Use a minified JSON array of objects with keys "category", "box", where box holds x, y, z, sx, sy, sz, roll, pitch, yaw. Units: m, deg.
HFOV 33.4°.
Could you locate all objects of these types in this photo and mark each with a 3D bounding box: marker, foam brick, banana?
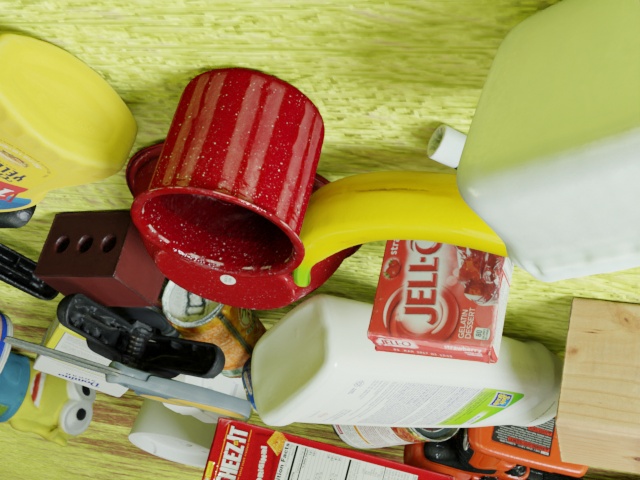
[{"category":"marker","box":[0.113,-0.030,0.571,0.121,0.020,0.020,23,154,-17]},{"category":"foam brick","box":[-0.154,0.014,0.767,0.078,0.053,0.051,-2,150,30]},{"category":"banana","box":[0.056,-0.009,0.576,0.198,0.037,0.069,-2,140,35]}]

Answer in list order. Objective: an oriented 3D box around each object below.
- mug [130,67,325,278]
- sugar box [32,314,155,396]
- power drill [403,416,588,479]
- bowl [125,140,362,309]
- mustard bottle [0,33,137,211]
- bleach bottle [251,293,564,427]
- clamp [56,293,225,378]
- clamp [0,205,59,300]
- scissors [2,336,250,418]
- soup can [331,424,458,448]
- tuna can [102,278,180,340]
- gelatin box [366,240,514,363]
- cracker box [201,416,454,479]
[{"category":"mug","box":[-0.052,-0.034,0.576,0.093,0.081,0.117,30,150,-29]},{"category":"sugar box","box":[-0.202,0.095,0.972,0.093,0.048,0.176,22,158,-15]},{"category":"power drill","box":[0.178,0.198,0.959,0.184,0.057,0.188,14,155,-1]},{"category":"bowl","box":[-0.054,0.001,0.684,0.162,0.055,0.162,12,155,5]},{"category":"mustard bottle","box":[-0.198,-0.058,0.638,0.096,0.058,0.192,34,149,-33]},{"category":"bleach bottle","box":[0.083,0.099,0.757,0.250,0.068,0.103,13,142,-32]},{"category":"clamp","box":[-0.145,0.075,0.796,0.120,0.039,0.172,30,161,-14]},{"category":"clamp","box":[-0.296,-0.012,0.809,0.210,0.036,0.164,14,155,7]},{"category":"scissors","box":[-0.143,0.097,0.760,0.201,0.016,0.096,21,163,-30]},{"category":"soup can","box":[0.061,0.136,0.884,0.068,0.068,0.102,28,152,-27]},{"category":"tuna can","box":[-0.149,0.049,0.859,0.086,0.033,0.086,12,155,6]},{"category":"gelatin box","box":[0.072,0.024,0.621,0.073,0.089,0.030,5,154,20]},{"category":"cracker box","box":[0.015,0.230,0.972,0.214,0.072,0.164,12,164,12]}]
